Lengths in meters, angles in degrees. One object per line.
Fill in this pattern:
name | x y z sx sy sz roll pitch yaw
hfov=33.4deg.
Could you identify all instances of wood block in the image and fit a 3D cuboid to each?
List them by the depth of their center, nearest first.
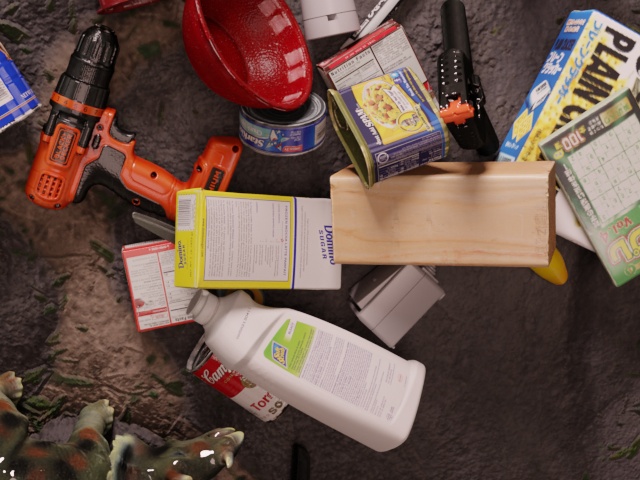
wood block | 0.122 -0.027 1.042 0.206 0.090 0.090 1 103 17

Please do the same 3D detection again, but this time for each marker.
marker | 0.065 -0.232 1.067 0.020 0.020 0.121 40 93 -15

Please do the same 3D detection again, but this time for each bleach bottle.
bleach bottle | -0.017 0.114 1.063 0.250 0.068 0.102 31 54 -18

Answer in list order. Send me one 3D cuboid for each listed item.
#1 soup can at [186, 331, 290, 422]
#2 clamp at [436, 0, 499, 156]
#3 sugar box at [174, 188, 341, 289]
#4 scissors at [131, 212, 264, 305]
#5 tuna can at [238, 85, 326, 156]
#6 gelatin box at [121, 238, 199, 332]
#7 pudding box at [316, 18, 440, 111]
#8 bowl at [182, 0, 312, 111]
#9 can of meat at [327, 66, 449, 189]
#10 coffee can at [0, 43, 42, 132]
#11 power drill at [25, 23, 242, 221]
soup can | -0.077 0.133 1.096 0.102 0.068 0.068 37 94 -16
clamp | 0.134 -0.150 1.013 0.036 0.209 0.164 -14 98 16
sugar box | -0.057 0.001 1.037 0.175 0.048 0.093 4 88 -42
scissors | -0.113 0.030 1.056 0.201 0.016 0.096 11 114 -36
tuna can | -0.037 -0.117 1.037 0.086 0.086 0.034 -3 126 -9
gelatin box | -0.158 0.043 1.083 0.073 0.030 0.089 -11 104 -8
pudding box | 0.061 -0.149 1.065 0.090 0.039 0.113 -31 116 -1
bowl | -0.079 -0.185 1.005 0.055 0.162 0.162 -25 108 32
can of meat | 0.064 -0.109 1.004 0.084 0.102 0.057 -21 147 -8
coffee can | -0.336 -0.157 0.973 0.103 0.103 0.140 -31 105 -2
power drill | -0.175 -0.096 1.038 0.187 0.057 0.184 20 102 -10
